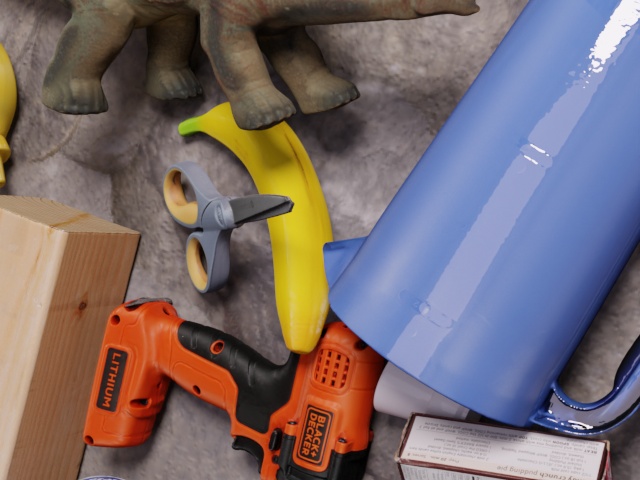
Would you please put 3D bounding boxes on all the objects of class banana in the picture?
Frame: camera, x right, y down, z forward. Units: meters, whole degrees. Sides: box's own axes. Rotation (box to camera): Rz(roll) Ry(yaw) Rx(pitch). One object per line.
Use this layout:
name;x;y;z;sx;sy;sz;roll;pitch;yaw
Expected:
banana;-0.029;-0.025;0.662;0.070;0.037;0.198;-50;51;30

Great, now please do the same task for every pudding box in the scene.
pudding box;0.105;0.143;0.591;0.114;0.039;0.090;3;131;23

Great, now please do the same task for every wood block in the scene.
wood block;-0.207;0.080;0.732;0.090;0.090;0.206;19;97;23

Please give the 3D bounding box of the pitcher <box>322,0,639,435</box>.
pitcher;0.126;-0.027;0.562;0.243;0.149;0.145;-59;27;10

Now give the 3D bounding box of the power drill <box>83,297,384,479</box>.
power drill;-0.059;0.124;0.684;0.188;0.057;0.184;16;95;22

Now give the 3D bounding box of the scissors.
scissors;-0.054;0.001;0.642;0.202;0.016;0.096;27;128;60
